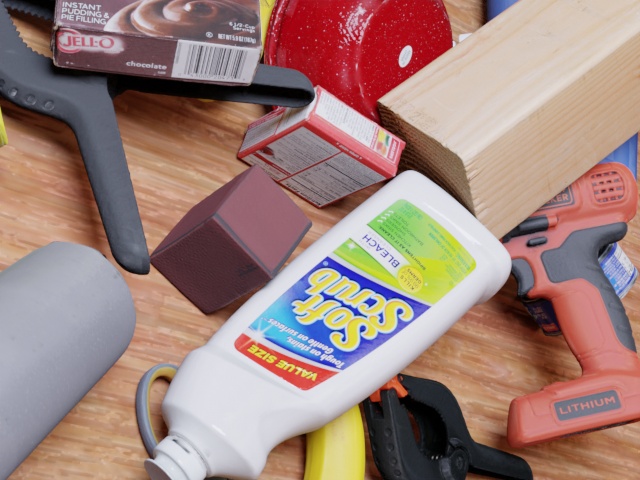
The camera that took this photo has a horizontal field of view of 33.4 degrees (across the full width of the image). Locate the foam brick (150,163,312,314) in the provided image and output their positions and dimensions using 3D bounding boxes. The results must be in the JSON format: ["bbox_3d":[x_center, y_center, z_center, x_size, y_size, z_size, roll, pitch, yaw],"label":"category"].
[{"bbox_3d":[-0.054,0.001,0.642,0.053,0.078,0.051,46,49,-14],"label":"foam brick"}]

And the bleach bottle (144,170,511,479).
[{"bbox_3d":[0.002,0.063,0.629,0.102,0.068,0.250,44,58,8],"label":"bleach bottle"}]

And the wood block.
[{"bbox_3d":[0.151,-0.100,0.718,0.206,0.090,0.091,-36,137,-14],"label":"wood block"}]

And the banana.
[{"bbox_3d":[-0.005,0.147,0.642,0.069,0.037,0.197,20,55,-23],"label":"banana"}]

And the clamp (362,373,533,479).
[{"bbox_3d":[0.086,0.144,0.705,0.120,0.039,0.171,-50,119,-47],"label":"clamp"}]

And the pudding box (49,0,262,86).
[{"bbox_3d":[-0.091,-0.135,0.601,0.113,0.039,0.090,6,55,-15],"label":"pudding box"}]

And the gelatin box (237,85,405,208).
[{"bbox_3d":[-0.001,-0.060,0.698,0.073,0.089,0.030,30,63,-25],"label":"gelatin box"}]

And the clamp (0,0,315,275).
[{"bbox_3d":[-0.117,-0.098,0.617,0.210,0.036,0.164,44,61,9],"label":"clamp"}]

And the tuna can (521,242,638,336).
[{"bbox_3d":[0.196,0.034,0.814,0.034,0.086,0.086,53,50,-6],"label":"tuna can"}]

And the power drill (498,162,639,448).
[{"bbox_3d":[0.145,0.044,0.738,0.184,0.057,0.187,-12,75,1],"label":"power drill"}]

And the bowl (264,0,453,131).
[{"bbox_3d":[0.040,-0.127,0.731,0.161,0.055,0.162,-14,112,-38],"label":"bowl"}]
